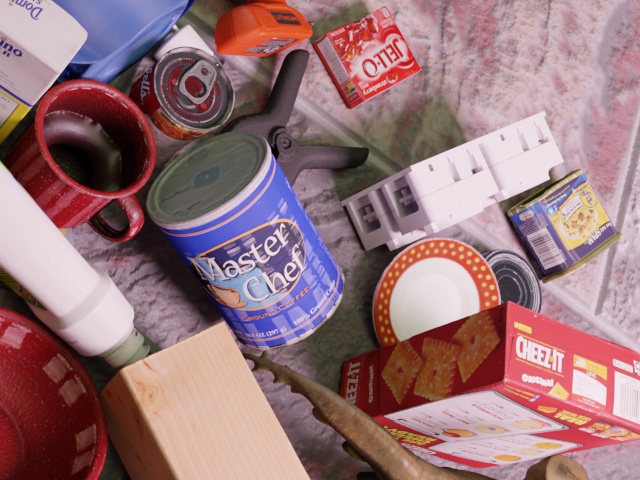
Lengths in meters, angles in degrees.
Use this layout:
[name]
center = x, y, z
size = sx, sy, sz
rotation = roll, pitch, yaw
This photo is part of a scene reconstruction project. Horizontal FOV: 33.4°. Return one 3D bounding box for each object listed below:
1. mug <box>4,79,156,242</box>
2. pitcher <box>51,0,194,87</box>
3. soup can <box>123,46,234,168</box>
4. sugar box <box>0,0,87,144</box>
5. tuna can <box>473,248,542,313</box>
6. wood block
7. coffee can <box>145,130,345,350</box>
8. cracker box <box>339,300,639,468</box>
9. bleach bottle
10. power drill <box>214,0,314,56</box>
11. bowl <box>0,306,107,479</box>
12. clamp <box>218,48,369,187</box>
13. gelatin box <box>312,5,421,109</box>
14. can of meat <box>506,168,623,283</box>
[mug]
center = -0.174, -0.050, 0.786
size = 0.117, 0.082, 0.093
rotation = 53, 48, -6
[pitcher]
center = -0.215, -0.235, 0.816
size = 0.145, 0.149, 0.243
rotation = -42, 98, -8
[soup can]
center = -0.121, -0.102, 0.843
size = 0.068, 0.102, 0.068
rotation = 11, 69, -31
[sugar box]
center = -0.231, -0.124, 0.730
size = 0.093, 0.177, 0.048
rotation = 38, 58, -18
[tuna can]
center = 0.174, 0.052, 1.036
size = 0.086, 0.034, 0.086
rotation = 11, 69, -31
[wood block]
center = -0.069, 0.177, 0.762
size = 0.090, 0.090, 0.206
rotation = -24, 78, -32
[coffee can]
center = -0.055, 0.001, 0.825
size = 0.102, 0.103, 0.140
rotation = -57, 132, -33
[cracker box]
center = 0.140, 0.126, 0.877
size = 0.164, 0.214, 0.072
rotation = 21, 62, -28
[bleach bottle]
center = -0.215, -0.003, 0.743
size = 0.068, 0.103, 0.250
rotation = -46, 110, -16
[power drill]
center = -0.081, -0.255, 0.915
size = 0.184, 0.057, 0.187
rotation = -14, 87, -61
[bowl]
center = -0.225, 0.122, 0.711
size = 0.162, 0.055, 0.162
rotation = 32, 35, -26
[clamp]
center = -0.041, -0.094, 0.935
size = 0.171, 0.039, 0.120
rotation = -30, 91, -37
[gelatin box]
center = 0.047, -0.177, 1.025
size = 0.089, 0.030, 0.073
rotation = -31, 94, -36
[can of meat]
center = 0.250, -0.016, 1.095
size = 0.101, 0.058, 0.084
rotation = -30, 90, -37
